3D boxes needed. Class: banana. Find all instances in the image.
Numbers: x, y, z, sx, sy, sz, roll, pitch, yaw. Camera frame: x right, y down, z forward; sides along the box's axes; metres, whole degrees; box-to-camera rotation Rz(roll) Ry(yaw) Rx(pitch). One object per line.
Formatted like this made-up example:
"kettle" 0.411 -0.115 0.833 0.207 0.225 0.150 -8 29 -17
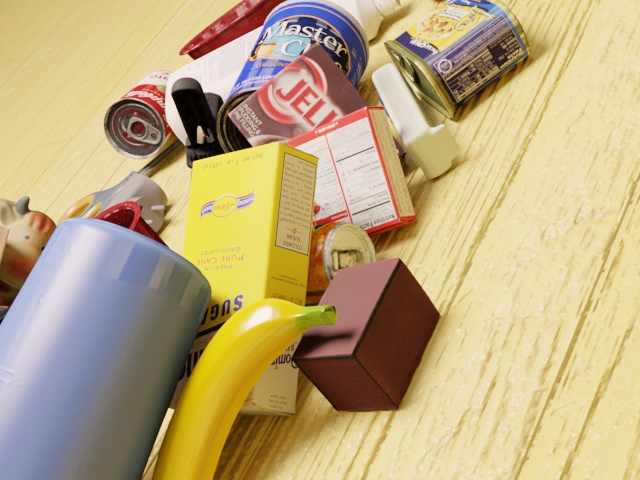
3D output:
"banana" -0.063 0.109 0.640 0.198 0.037 0.070 -61 34 6

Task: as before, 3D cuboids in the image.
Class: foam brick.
"foam brick" 0.029 0.058 0.656 0.053 0.051 0.078 -11 39 44

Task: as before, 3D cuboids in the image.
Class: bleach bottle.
"bleach bottle" -0.035 -0.183 1.069 0.251 0.068 0.102 -26 40 17

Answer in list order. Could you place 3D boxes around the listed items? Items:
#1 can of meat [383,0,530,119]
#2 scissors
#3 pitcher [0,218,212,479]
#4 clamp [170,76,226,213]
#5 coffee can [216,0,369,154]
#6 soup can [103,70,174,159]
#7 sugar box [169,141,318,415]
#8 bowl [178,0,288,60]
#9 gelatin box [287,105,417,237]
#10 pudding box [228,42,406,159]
"can of meat" 0.110 -0.154 0.859 0.084 0.057 0.102 -37 29 1
"scissors" -0.216 -0.062 1.158 0.201 0.016 0.096 -46 29 -13
"pitcher" -0.170 0.111 0.661 0.242 0.149 0.145 -67 8 -15
"clamp" -0.103 -0.088 0.952 0.036 0.164 0.210 -1 26 1
"coffee can" -0.022 -0.132 0.936 0.103 0.102 0.140 -19 35 34
"soup can" -0.183 -0.137 1.151 0.069 0.068 0.102 -26 17 24
"sugar box" -0.054 0.028 0.722 0.094 0.048 0.176 -9 69 44
"bowl" -0.076 -0.232 1.176 0.162 0.055 0.162 -33 17 11
"gelatin box" 0.023 -0.044 0.778 0.073 0.089 0.030 -20 -6 33
"pudding box" -0.002 -0.082 0.831 0.090 0.113 0.039 -39 0 3
